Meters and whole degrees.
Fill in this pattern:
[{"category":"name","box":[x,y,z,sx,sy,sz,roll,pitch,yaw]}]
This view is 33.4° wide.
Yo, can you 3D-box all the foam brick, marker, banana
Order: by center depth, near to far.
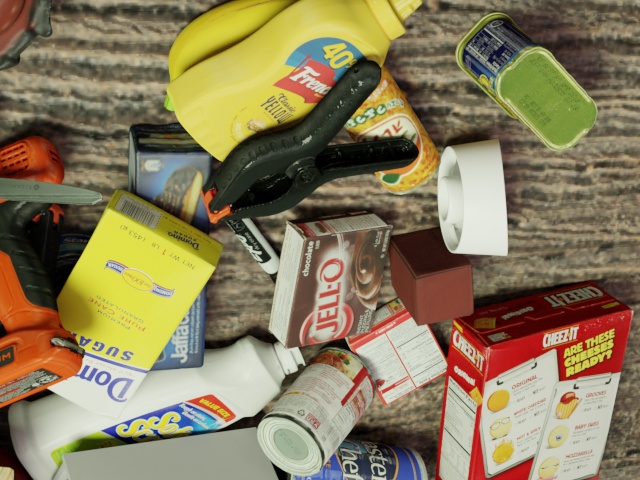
[{"category":"banana","box":[-0.036,-0.161,0.822,0.197,0.037,0.069,-18,143,-3]},{"category":"marker","box":[-0.056,0.001,0.910,0.020,0.020,0.121,-33,121,4]},{"category":"foam brick","box":[0.096,0.031,0.934,0.053,0.078,0.051,-11,118,-10]}]

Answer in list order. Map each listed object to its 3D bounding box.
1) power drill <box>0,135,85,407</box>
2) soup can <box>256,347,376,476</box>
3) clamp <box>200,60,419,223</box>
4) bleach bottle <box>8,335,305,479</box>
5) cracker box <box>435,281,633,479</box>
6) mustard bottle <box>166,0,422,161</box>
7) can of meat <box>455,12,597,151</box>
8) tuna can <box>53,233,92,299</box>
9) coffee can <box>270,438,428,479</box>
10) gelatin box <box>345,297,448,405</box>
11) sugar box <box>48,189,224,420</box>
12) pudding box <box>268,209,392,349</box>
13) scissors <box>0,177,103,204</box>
[{"category":"power drill","box":[-0.261,0.031,0.785,0.184,0.188,0.057,-23,160,8]},{"category":"soup can","box":[-0.002,0.151,0.948,0.069,0.102,0.068,18,129,23]},{"category":"clamp","box":[-0.013,-0.068,0.795,0.171,0.039,0.120,-23,140,-2]},{"category":"bleach bottle","box":[-0.136,0.141,0.937,0.250,0.068,0.102,-23,134,-4]},{"category":"cracker box","box":[0.198,0.158,1.022,0.164,0.072,0.214,-11,120,-24]},{"category":"mustard bottle","box":[-0.011,-0.132,0.787,0.192,0.058,0.096,-31,149,12]},{"category":"can of meat","box":[0.168,-0.127,0.864,0.102,0.084,0.057,38,102,-29]},{"category":"tuna can","box":[-0.204,0.039,0.883,0.086,0.034,0.086,-6,119,-12]},{"category":"coffee can","box":[0.017,0.237,1.010,0.140,0.103,0.103,14,113,-21]},{"category":"gelatin box","box":[0.071,0.102,0.994,0.073,0.030,0.089,-29,122,1]},{"category":"sugar box","box":[-0.158,0.054,0.832,0.093,0.048,0.176,29,115,-9]},{"category":"pudding box","box":[0.008,0.033,0.921,0.089,0.039,0.113,-9,121,-33]},{"category":"scissors","box":[-0.260,-0.023,0.765,0.096,0.202,0.016,-66,162,-11]}]
